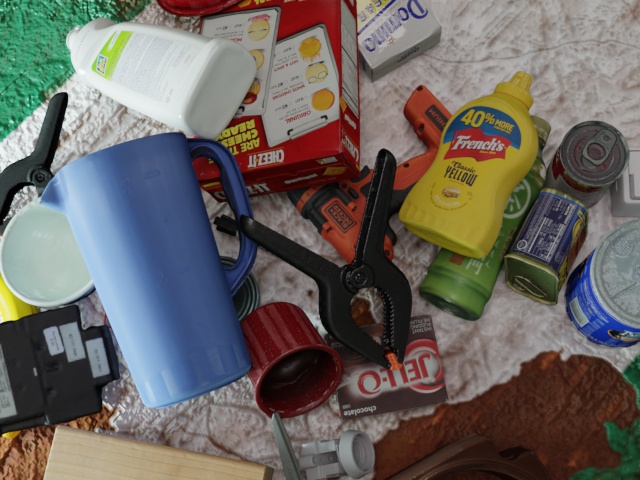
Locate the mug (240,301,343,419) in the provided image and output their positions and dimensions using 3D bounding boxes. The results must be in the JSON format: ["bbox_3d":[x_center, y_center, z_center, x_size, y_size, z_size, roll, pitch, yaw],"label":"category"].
[{"bbox_3d":[-0.038,0.124,1.063,0.093,0.117,0.082,-3,35,-27],"label":"mug"}]

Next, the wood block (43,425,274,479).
[{"bbox_3d":[-0.157,0.245,1.040,0.206,0.091,0.090,10,77,5],"label":"wood block"}]

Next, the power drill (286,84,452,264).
[{"bbox_3d":[0.058,-0.078,1.127,0.187,0.057,0.184,-39,75,-5],"label":"power drill"}]

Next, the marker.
[{"bbox_3d":[-0.057,0.001,1.130,0.121,0.020,0.020,23,79,7],"label":"marker"}]

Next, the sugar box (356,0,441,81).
[{"bbox_3d":[0.049,-0.273,1.177,0.093,0.048,0.176,-32,76,-5],"label":"sugar box"}]

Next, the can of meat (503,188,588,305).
[{"bbox_3d":[0.229,0.007,1.074,0.057,0.102,0.084,24,74,20],"label":"can of meat"}]

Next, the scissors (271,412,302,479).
[{"bbox_3d":[-0.031,0.274,1.038,0.096,0.016,0.202,-31,95,5],"label":"scissors"}]

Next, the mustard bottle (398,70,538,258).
[{"bbox_3d":[0.160,-0.083,1.055,0.096,0.058,0.191,22,78,32],"label":"mustard bottle"}]

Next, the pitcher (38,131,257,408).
[{"bbox_3d":[-0.143,0.024,1.006,0.149,0.144,0.243,-20,89,26],"label":"pitcher"}]

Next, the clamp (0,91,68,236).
[{"bbox_3d":[-0.298,-0.076,1.149,0.171,0.039,0.120,-36,76,-6],"label":"clamp"}]

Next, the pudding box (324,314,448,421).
[{"bbox_3d":[0.067,0.130,1.084,0.113,0.039,0.090,-11,77,0],"label":"pudding box"}]

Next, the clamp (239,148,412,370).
[{"bbox_3d":[0.039,0.025,1.033,0.164,0.036,0.210,-32,103,-9],"label":"clamp"}]

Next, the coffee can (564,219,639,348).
[{"bbox_3d":[0.302,0.046,1.042,0.103,0.140,0.103,-1,77,2],"label":"coffee can"}]

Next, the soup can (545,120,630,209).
[{"bbox_3d":[0.270,-0.074,1.091,0.068,0.102,0.068,-1,77,2],"label":"soup can"}]

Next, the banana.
[{"bbox_3d":[-0.321,0.103,1.112,0.070,0.037,0.198,-23,75,17],"label":"banana"}]

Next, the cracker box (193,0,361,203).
[{"bbox_3d":[-0.044,-0.157,1.104,0.164,0.072,0.213,-9,66,21],"label":"cracker box"}]

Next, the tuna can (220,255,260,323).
[{"bbox_3d":[-0.105,0.061,1.111,0.086,0.034,0.086,-1,77,2],"label":"tuna can"}]

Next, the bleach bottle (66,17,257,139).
[{"bbox_3d":[-0.182,-0.187,1.111,0.251,0.068,0.102,28,88,40],"label":"bleach bottle"}]
